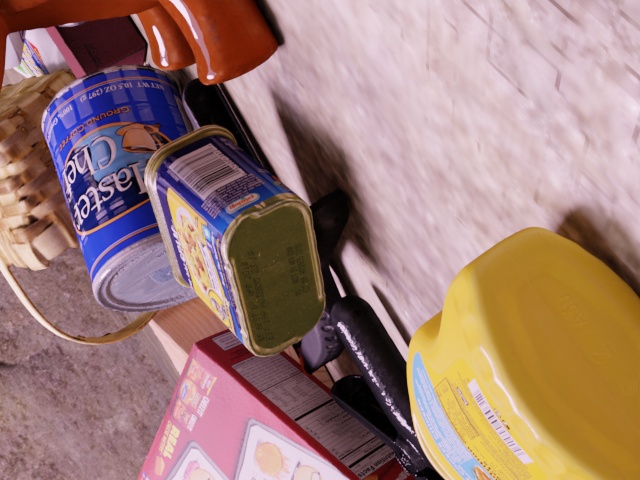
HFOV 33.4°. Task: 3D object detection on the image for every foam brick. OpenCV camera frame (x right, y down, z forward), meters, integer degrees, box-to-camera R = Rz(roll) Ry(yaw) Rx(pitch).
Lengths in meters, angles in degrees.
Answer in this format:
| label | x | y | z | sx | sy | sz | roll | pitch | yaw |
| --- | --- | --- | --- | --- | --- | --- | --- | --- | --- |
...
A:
| label | x | y | z | sx | sy | sz | roll | pitch | yaw |
| --- | --- | --- | --- | --- | --- | --- | --- | --- | --- |
| foam brick | -0.174 | -0.160 | 0.806 | 0.078 | 0.053 | 0.051 | 58 | 166 | 1 |

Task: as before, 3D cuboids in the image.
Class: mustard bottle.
| label | x | y | z | sx | sy | sz | roll | pitch | yaw |
| --- | --- | --- | --- | --- | --- | --- | --- | --- | --- |
| mustard bottle | 0.075 | 0.066 | 0.422 | 0.096 | 0.058 | 0.192 | 54 | 165 | 11 |

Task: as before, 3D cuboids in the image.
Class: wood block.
| label | x | y | z | sx | sy | sz | roll | pitch | yaw |
| --- | --- | --- | --- | --- | --- | --- | --- | --- | --- |
| wood block | -0.076 | 0.098 | 0.943 | 0.090 | 0.090 | 0.206 | 62 | 165 | -18 |

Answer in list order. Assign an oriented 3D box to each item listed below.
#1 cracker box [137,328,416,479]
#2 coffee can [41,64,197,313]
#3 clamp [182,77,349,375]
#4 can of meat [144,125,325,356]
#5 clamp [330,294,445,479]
| label | x | y | z | sx | sy | sz | roll | pitch | yaw |
| --- | --- | --- | --- | --- | --- | --- | --- | --- | --- |
| cracker box | -0.020 | 0.185 | 0.741 | 0.214 | 0.071 | 0.164 | 37 | 121 | 22 |
| coffee can | -0.125 | -0.035 | 0.739 | 0.103 | 0.102 | 0.140 | 89 | 160 | -65 |
| clamp | -0.025 | 0.003 | 0.674 | 0.165 | 0.036 | 0.210 | 48 | 160 | 37 |
| can of meat | -0.044 | 0.001 | 0.577 | 0.084 | 0.057 | 0.102 | 41 | 151 | 44 |
| clamp | 0.058 | 0.119 | 0.633 | 0.171 | 0.039 | 0.120 | 53 | 167 | 19 |
